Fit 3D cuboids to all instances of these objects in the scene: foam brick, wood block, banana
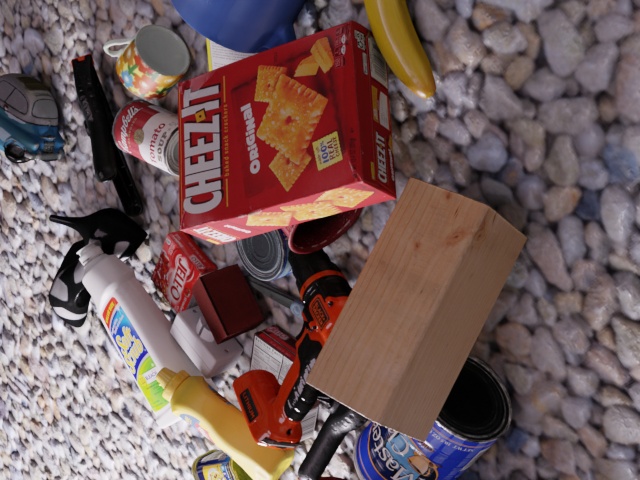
[{"bbox_3d":[-0.111,0.075,1.264,0.078,0.051,0.053,64,156,7],"label":"foam brick"},{"bbox_3d":[0.086,0.061,0.948,0.090,0.090,0.206,24,86,40],"label":"wood block"},{"bbox_3d":[0.068,-0.228,0.974,0.070,0.037,0.198,11,112,45],"label":"banana"}]

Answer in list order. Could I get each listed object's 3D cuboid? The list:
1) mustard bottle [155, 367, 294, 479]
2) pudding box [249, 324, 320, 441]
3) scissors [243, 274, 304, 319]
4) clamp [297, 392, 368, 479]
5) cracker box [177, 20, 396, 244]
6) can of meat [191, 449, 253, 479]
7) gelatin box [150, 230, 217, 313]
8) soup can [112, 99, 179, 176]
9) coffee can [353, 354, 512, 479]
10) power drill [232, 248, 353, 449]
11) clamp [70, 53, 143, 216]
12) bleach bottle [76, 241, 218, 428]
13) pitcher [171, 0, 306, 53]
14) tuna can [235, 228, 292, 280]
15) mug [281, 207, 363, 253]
[{"bbox_3d":[-0.121,0.217,1.282,0.192,0.058,0.096,37,167,11],"label":"mustard bottle"},{"bbox_3d":[-0.043,0.168,1.245,0.090,0.039,0.113,33,125,36],"label":"pudding box"},{"bbox_3d":[-0.013,0.066,1.189,0.202,0.016,0.096,40,133,29],"label":"scissors"},{"bbox_3d":[0.024,0.183,1.120,0.172,0.039,0.120,129,155,-53],"label":"clamp"},{"bbox_3d":[-0.038,-0.100,1.027,0.214,0.072,0.164,-13,70,31],"label":"cracker box"},{"bbox_3d":[-0.107,0.313,1.355,0.084,0.057,0.102,-21,90,46],"label":"can of meat"},{"bbox_3d":[-0.173,0.042,1.342,0.073,0.030,0.089,48,134,23],"label":"gelatin box"},{"bbox_3d":[-0.190,-0.122,1.269,0.102,0.068,0.068,26,123,38],"label":"soup can"},{"bbox_3d":[0.107,0.187,1.042,0.103,0.102,0.140,52,135,20],"label":"coffee can"},{"bbox_3d":[-0.024,0.112,1.129,0.188,0.057,0.184,-59,36,27],"label":"power drill"},{"bbox_3d":[-0.273,-0.135,1.349,0.164,0.036,0.210,78,173,-69],"label":"clamp"},{"bbox_3d":[-0.236,0.116,1.376,0.251,0.068,0.103,56,140,0],"label":"bleach bottle"},{"bbox_3d":[-0.048,-0.311,1.000,0.243,0.149,0.145,-54,30,39],"label":"pitcher"},{"bbox_3d":[-0.058,0.001,1.200,0.086,0.033,0.086,20,118,41],"label":"tuna can"},{"bbox_3d":[-0.013,-0.042,1.106,0.081,0.093,0.117,52,172,27],"label":"mug"}]
